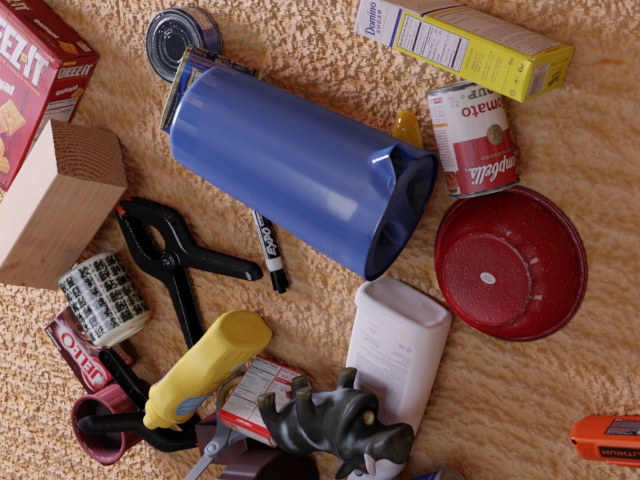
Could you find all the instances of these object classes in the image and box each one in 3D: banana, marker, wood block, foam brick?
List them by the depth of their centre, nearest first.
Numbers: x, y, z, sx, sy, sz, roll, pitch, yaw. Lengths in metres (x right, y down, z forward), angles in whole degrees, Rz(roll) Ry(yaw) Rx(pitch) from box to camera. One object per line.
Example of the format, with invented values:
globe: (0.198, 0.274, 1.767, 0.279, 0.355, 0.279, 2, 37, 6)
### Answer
banana: (0.063, -0.037, 1.085, 0.070, 0.037, 0.198, 40, 124, 14)
marker: (-0.058, 0.001, 1.192, 0.020, 0.020, 0.121, -10, 100, 36)
foam brick: (-0.103, 0.237, 1.281, 0.078, 0.051, 0.053, -1, 104, 34)
wood block: (-0.324, -0.039, 1.299, 0.206, 0.090, 0.091, -49, 45, 35)

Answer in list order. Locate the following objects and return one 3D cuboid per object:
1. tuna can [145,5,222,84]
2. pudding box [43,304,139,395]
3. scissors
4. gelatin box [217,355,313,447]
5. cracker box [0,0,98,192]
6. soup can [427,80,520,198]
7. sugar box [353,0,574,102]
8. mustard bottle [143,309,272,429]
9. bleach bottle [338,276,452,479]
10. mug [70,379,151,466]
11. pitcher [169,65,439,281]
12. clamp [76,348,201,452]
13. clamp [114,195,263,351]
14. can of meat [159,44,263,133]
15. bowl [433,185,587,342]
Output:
tuna can: (-0.151, -0.214, 1.174, 0.086, 0.033, 0.086, 12, 112, 31)
pudding box: (-0.298, 0.135, 1.388, 0.090, 0.039, 0.113, -39, 82, 37)
scissors: (-0.127, 0.226, 1.229, 0.096, 0.201, 0.016, 40, 160, 43)
gelatin box: (-0.062, 0.182, 1.214, 0.073, 0.089, 0.030, 18, 148, 28)
cracker box: (-0.385, -0.190, 1.319, 0.164, 0.072, 0.214, 43, 124, 15)
soup can: (0.142, -0.097, 0.991, 0.069, 0.068, 0.102, -7, 101, 36)
sugar box: (0.127, -0.180, 0.958, 0.176, 0.093, 0.048, 26, 118, 26)
mustard bottle: (-0.144, 0.159, 1.238, 0.192, 0.096, 0.058, -45, 78, 26)
bleach bottle: (0.062, 0.169, 1.141, 0.103, 0.067, 0.251, 30, 123, 27)
mug: (-0.259, 0.237, 1.369, 0.093, 0.081, 0.117, 23, 117, 27)
pitcher: (-0.020, -0.065, 1.026, 0.243, 0.144, 0.149, 29, 103, 18)
clamp: (-0.215, 0.203, 1.317, 0.039, 0.171, 0.120, -36, 40, 41)
clamp: (-0.163, 0.020, 1.258, 0.210, 0.036, 0.165, 52, 127, 10)
can of meat: (-0.118, -0.149, 1.137, 0.084, 0.057, 0.102, 21, 121, -8)
bowl: (0.170, 0.030, 1.023, 0.162, 0.055, 0.162, 11, 111, 31)
